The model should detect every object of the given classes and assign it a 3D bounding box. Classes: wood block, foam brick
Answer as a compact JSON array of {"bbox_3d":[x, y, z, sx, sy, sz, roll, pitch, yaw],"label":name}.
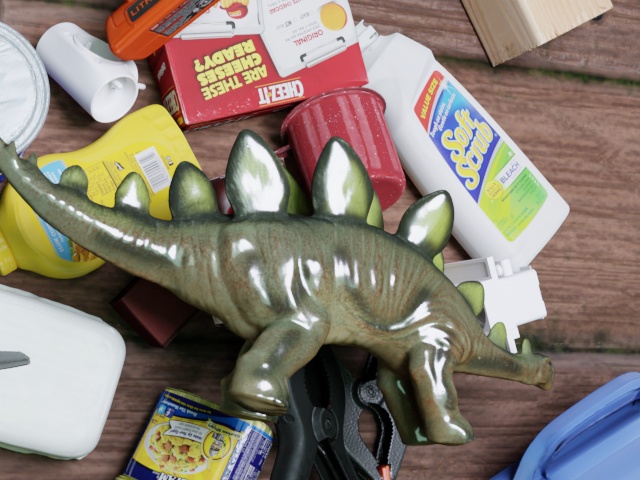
[{"bbox_3d":[0.167,-0.277,0.969,0.090,0.090,0.206,-28,95,-20],"label":"wood block"},{"bbox_3d":[-0.121,0.040,0.849,0.051,0.053,0.078,47,70,-11],"label":"foam brick"}]

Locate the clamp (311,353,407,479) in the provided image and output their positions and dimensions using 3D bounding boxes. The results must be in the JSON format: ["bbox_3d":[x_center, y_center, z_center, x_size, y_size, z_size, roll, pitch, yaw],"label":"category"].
[{"bbox_3d":[0.043,0.122,0.912,0.120,0.039,0.171,-18,89,-17],"label":"clamp"}]

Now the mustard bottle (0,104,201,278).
[{"bbox_3d":[-0.187,-0.025,0.826,0.191,0.058,0.096,-29,96,-21],"label":"mustard bottle"}]

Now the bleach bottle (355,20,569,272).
[{"bbox_3d":[0.105,-0.086,0.942,0.251,0.068,0.102,47,67,-9],"label":"bleach bottle"}]

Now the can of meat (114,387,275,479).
[{"bbox_3d":[-0.095,0.168,0.824,0.084,0.102,0.057,-66,151,-16],"label":"can of meat"}]

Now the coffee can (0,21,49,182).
[{"bbox_3d":[-0.254,-0.093,0.763,0.102,0.140,0.103,2,84,-21],"label":"coffee can"}]

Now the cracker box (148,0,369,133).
[{"bbox_3d":[-0.070,-0.209,0.882,0.164,0.072,0.214,-15,92,-19],"label":"cracker box"}]

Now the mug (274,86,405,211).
[{"bbox_3d":[0.010,-0.063,0.879,0.117,0.093,0.081,-17,66,0],"label":"mug"}]

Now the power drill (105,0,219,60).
[{"bbox_3d":[-0.166,-0.232,0.801,0.185,0.057,0.188,-33,84,19],"label":"power drill"}]

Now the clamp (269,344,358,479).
[{"bbox_3d":[-0.012,0.149,0.818,0.164,0.036,0.210,10,67,-60],"label":"clamp"}]
